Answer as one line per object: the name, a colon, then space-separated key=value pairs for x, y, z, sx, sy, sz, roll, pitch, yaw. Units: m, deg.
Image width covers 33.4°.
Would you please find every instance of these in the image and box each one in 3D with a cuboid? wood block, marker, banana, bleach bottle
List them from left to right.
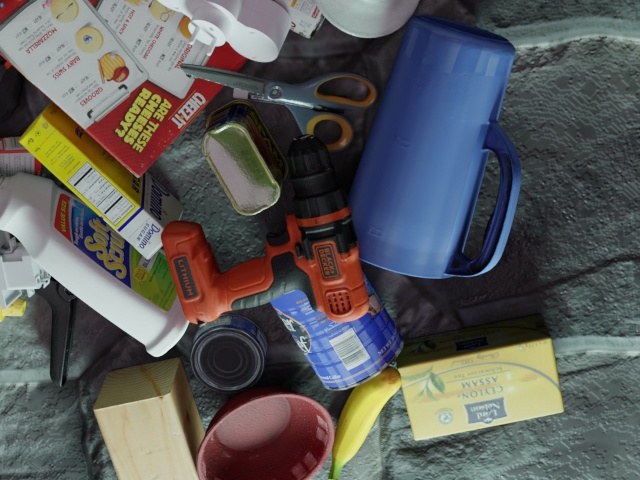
bleach bottle: x=-0.244 y=0.012 z=1.095 sx=0.250 sy=0.102 sz=0.068 roll=35 pitch=132 yaw=-17
wood block: x=-0.178 y=0.250 z=1.216 sx=0.090 sy=0.091 sz=0.206 roll=-12 pitch=110 yaw=6
marker: x=-0.029 y=-0.147 z=1.096 sx=0.121 sy=0.020 sz=0.020 roll=8 pitch=111 yaw=-1
banana: x=0.052 y=0.190 z=1.185 sx=0.037 sy=0.069 sz=0.198 roll=11 pitch=132 yaw=-13

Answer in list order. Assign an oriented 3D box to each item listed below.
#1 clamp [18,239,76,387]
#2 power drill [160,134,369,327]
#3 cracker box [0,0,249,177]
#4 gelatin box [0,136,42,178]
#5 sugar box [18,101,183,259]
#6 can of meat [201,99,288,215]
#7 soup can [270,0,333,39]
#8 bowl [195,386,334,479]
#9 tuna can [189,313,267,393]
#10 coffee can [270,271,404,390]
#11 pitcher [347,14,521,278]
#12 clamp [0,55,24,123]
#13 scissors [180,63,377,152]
clamp: x=-0.275 y=0.057 z=1.173 sx=0.165 sy=0.036 sz=0.210 roll=-31 pitch=105 yaw=12
power drill: x=-0.057 y=0.001 z=1.034 sx=0.188 sy=0.057 sz=0.184 roll=-11 pitch=101 yaw=20
cracker box: x=-0.203 y=-0.195 z=1.044 sx=0.213 sy=0.072 sz=0.164 roll=42 pitch=94 yaw=-13
gelatin box: x=-0.335 y=-0.071 z=1.107 sx=0.089 sy=0.030 sz=0.073 roll=-4 pitch=129 yaw=-18
sugar box: x=-0.221 y=-0.067 z=1.094 sx=0.176 sy=0.093 sz=0.048 roll=41 pitch=107 yaw=-14
can of meat: x=-0.078 y=-0.084 z=1.087 sx=0.057 sy=0.084 sz=0.102 roll=-26 pitch=108 yaw=11
soup can: x=-0.039 y=-0.247 z=1.032 sx=0.102 sy=0.068 sz=0.069 roll=25 pitch=110 yaw=-8
bowl: x=-0.068 y=0.220 z=1.203 sx=0.162 sy=0.055 sz=0.162 roll=-11 pitch=125 yaw=-16
tuna can: x=-0.103 y=0.128 z=1.197 sx=0.086 sy=0.033 sz=0.086 roll=1 pitch=111 yaw=2
coffee can: x=0.011 y=0.073 z=1.135 sx=0.103 sy=0.103 sz=0.140 roll=-28 pitch=108 yaw=12
pitcher: x=0.116 y=-0.089 z=1.054 sx=0.149 sy=0.145 sz=0.243 roll=11 pitch=108 yaw=-14
clamp: x=-0.365 y=-0.132 z=1.103 sx=0.172 sy=0.039 sz=0.120 roll=-26 pitch=108 yaw=15
scissors: x=-0.041 y=-0.131 z=1.057 sx=0.201 sy=0.016 sz=0.096 roll=-3 pitch=121 yaw=-17
